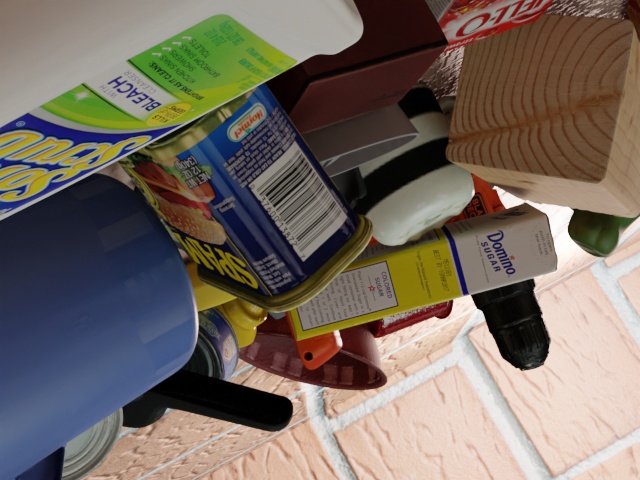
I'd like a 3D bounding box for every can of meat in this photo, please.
[{"bbox_3d":[-0.038,-0.025,0.444,0.057,0.084,0.102,-43,-154,-17],"label":"can of meat"}]

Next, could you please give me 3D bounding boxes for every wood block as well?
[{"bbox_3d":[0.154,-0.072,0.671,0.091,0.090,0.205,11,180,22],"label":"wood block"}]

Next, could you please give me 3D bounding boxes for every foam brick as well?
[{"bbox_3d":[0.005,-0.085,0.470,0.078,0.051,0.053,-21,166,-32],"label":"foam brick"}]

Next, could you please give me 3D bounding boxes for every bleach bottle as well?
[{"bbox_3d":[-0.114,-0.041,0.363,0.251,0.068,0.102,-30,166,13],"label":"bleach bottle"}]

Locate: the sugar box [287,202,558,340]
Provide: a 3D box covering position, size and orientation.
[{"bbox_3d":[0.066,0.020,0.721,0.176,0.048,0.093,-13,-174,5],"label":"sugar box"}]

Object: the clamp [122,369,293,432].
[{"bbox_3d":[-0.137,0.084,0.747,0.210,0.164,0.036,-15,-146,43],"label":"clamp"}]

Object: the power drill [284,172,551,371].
[{"bbox_3d":[0.065,0.033,0.813,0.187,0.184,0.057,-20,167,3],"label":"power drill"}]

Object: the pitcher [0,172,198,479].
[{"bbox_3d":[-0.172,0.071,0.463,0.242,0.145,0.149,-28,146,-35],"label":"pitcher"}]

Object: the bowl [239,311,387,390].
[{"bbox_3d":[-0.008,0.096,1.046,0.162,0.055,0.162,13,159,5],"label":"bowl"}]

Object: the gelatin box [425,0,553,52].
[{"bbox_3d":[0.088,-0.129,0.528,0.089,0.030,0.073,-22,166,-27],"label":"gelatin box"}]
